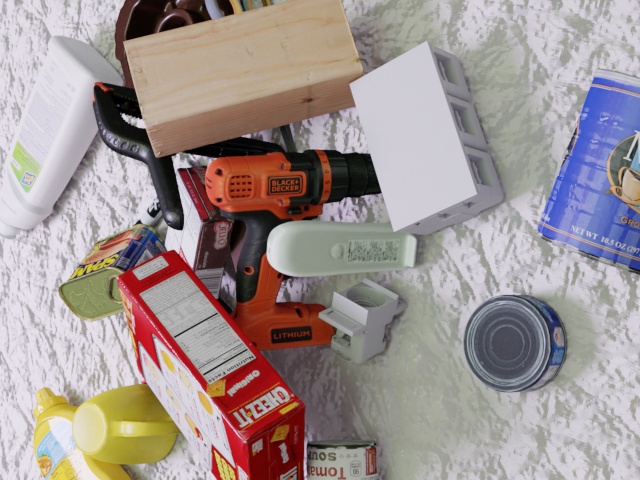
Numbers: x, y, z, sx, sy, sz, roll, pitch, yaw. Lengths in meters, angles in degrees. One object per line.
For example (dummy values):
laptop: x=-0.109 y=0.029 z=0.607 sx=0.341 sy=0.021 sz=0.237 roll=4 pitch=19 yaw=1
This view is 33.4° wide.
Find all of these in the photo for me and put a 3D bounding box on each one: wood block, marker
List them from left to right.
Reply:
marker: x=-0.177 y=-0.043 z=1.192 sx=0.121 sy=0.020 sz=0.020 roll=-47 pitch=62 yaw=22
wood block: x=-0.072 y=-0.158 z=1.020 sx=0.206 sy=0.091 sz=0.090 roll=-15 pitch=75 yaw=-6

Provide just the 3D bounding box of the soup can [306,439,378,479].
soup can: x=0.020 y=0.240 z=0.998 sx=0.069 sy=0.068 sz=0.102 roll=-5 pitch=82 yaw=35

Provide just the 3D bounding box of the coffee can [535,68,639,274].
coffee can: x=0.242 y=-0.053 z=0.845 sx=0.103 sy=0.102 sz=0.140 roll=25 pitch=100 yaw=34

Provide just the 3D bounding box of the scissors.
scissors: x=-0.072 y=-0.184 z=1.090 sx=0.016 sy=0.096 sz=0.202 roll=-21 pitch=71 yaw=42

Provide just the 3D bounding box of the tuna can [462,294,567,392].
tuna can: x=0.168 y=0.089 z=0.927 sx=0.086 sy=0.033 sz=0.086 roll=-4 pitch=84 yaw=35

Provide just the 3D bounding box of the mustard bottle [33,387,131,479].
mustard bottle: x=-0.278 y=0.248 z=1.215 sx=0.096 sy=0.058 sz=0.192 roll=-48 pitch=62 yaw=26

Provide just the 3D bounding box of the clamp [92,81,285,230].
clamp: x=-0.149 y=-0.104 z=1.092 sx=0.210 sy=0.164 sz=0.036 roll=40 pitch=138 yaw=25

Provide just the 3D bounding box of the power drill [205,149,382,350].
power drill: x=-0.020 y=0.006 z=1.013 sx=0.057 sy=0.184 sz=0.188 roll=-144 pitch=53 yaw=-65

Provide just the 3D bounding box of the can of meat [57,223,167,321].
can of meat: x=-0.225 y=0.034 z=1.174 sx=0.102 sy=0.083 sz=0.057 roll=-18 pitch=119 yaw=32

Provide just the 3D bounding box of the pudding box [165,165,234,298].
pudding box: x=-0.127 y=-0.007 z=1.103 sx=0.090 sy=0.039 sz=0.114 roll=-118 pitch=34 yaw=-41

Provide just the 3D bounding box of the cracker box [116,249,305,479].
cracker box: x=-0.099 y=0.134 z=0.991 sx=0.214 sy=0.072 sz=0.164 roll=46 pitch=154 yaw=30

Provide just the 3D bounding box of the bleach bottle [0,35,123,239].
bleach bottle: x=-0.332 y=-0.113 z=1.284 sx=0.103 sy=0.067 sz=0.251 roll=45 pitch=113 yaw=30
